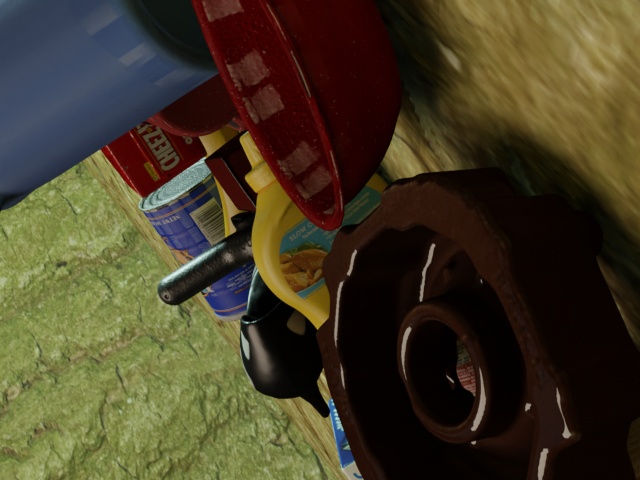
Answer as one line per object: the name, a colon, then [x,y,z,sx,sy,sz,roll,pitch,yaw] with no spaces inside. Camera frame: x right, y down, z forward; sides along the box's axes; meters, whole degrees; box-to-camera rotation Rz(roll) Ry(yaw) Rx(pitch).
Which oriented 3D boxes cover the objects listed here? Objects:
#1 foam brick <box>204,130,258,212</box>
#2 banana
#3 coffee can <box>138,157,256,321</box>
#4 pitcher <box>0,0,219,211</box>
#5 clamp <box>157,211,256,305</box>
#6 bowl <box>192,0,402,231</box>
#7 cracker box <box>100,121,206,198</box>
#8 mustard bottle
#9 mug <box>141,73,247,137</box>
foam brick: [-0.050,-0.057,0.823,0.051,0.053,0.078,55,170,-12]
banana: [-0.086,-0.053,0.939,0.037,0.070,0.198,-55,-40,-57]
coffee can: [-0.097,-0.006,1.048,0.140,0.102,0.103,57,169,-21]
pitcher: [-0.163,-0.122,0.659,0.243,0.144,0.149,-20,113,39]
clamp: [-0.055,0.001,0.832,0.039,0.120,0.172,49,146,-13]
bowl: [-0.008,-0.087,0.503,0.162,0.055,0.162,59,168,21]
cracker box: [-0.186,-0.139,0.880,0.164,0.072,0.214,59,171,-25]
mustard bottle: [0.014,0.010,0.652,0.191,0.096,0.058,54,170,-7]
mug: [-0.094,-0.113,0.757,0.117,0.093,0.082,39,174,-35]
